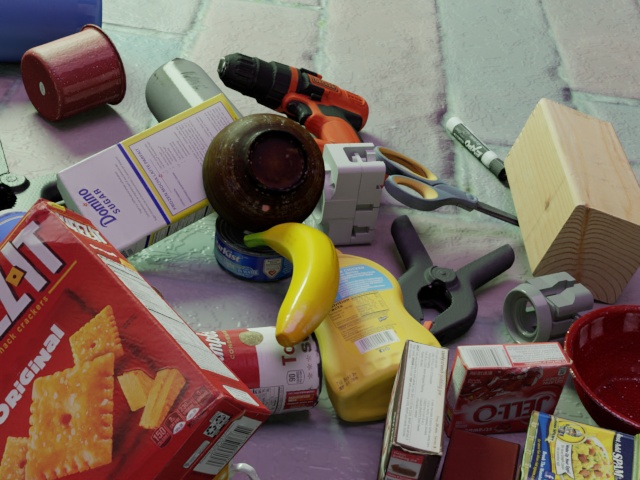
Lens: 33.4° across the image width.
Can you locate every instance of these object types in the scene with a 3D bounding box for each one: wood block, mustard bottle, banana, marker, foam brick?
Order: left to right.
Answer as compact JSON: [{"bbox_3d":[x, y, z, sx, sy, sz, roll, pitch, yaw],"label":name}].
[{"bbox_3d":[-0.016,0.027,0.868,0.069,0.037,0.198,-33,23,3],"label":"banana"},{"bbox_3d":[0.027,0.064,0.898,0.096,0.058,0.192,-19,40,-10],"label":"mustard bottle"},{"bbox_3d":[0.108,0.181,0.754,0.051,0.053,0.078,14,36,9],"label":"foam brick"},{"bbox_3d":[0.180,-0.103,1.206,0.020,0.020,0.121,-9,38,-24],"label":"marker"},{"bbox_3d":[0.253,-0.044,1.060,0.090,0.091,0.206,19,33,-11],"label":"wood block"}]

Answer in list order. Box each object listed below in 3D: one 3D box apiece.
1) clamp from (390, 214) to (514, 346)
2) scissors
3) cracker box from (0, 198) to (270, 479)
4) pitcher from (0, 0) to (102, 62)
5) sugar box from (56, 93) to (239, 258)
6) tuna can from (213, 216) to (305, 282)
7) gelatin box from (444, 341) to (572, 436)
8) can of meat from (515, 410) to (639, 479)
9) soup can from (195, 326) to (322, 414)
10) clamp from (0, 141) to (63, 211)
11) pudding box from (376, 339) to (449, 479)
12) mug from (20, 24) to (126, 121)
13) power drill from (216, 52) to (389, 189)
[{"bbox_3d":[0.118,0.041,0.970,0.120,0.039,0.171,6,41,5],"label":"clamp"},{"bbox_3d":[0.137,-0.033,1.042,0.201,0.016,0.096,28,28,-7],"label":"scissors"},{"bbox_3d":[-0.163,0.100,0.701,0.214,0.164,0.072,42,2,29],"label":"cracker box"},{"bbox_3d":[-0.383,-0.268,1.246,0.242,0.145,0.149,0,47,-18],"label":"pitcher"},{"bbox_3d":[-0.143,-0.056,0.983,0.176,0.048,0.093,-29,79,-19],"label":"sugar box"},{"bbox_3d":[-0.057,0.001,0.994,0.086,0.034,0.086,6,35,-4],"label":"tuna can"},{"bbox_3d":[0.145,0.117,0.836,0.089,0.073,0.030,-1,37,-14],"label":"gelatin box"},{"bbox_3d":[0.186,0.176,0.774,0.084,0.057,0.102,13,34,11],"label":"can of meat"},{"bbox_3d":[-0.056,0.101,0.822,0.102,0.068,0.068,-3,36,-17],"label":"soup can"},{"bbox_3d":[-0.300,-0.049,1.014,0.165,0.036,0.209,19,36,14],"label":"clamp"},{"bbox_3d":[0.065,0.141,0.769,0.039,0.090,0.113,10,35,1],"label":"pudding box"},{"bbox_3d":[-0.279,-0.179,1.172,0.081,0.093,0.117,-28,18,-35],"label":"mug"},{"bbox_3d":[-0.013,-0.123,1.124,0.184,0.057,0.188,15,33,-27],"label":"power drill"}]
